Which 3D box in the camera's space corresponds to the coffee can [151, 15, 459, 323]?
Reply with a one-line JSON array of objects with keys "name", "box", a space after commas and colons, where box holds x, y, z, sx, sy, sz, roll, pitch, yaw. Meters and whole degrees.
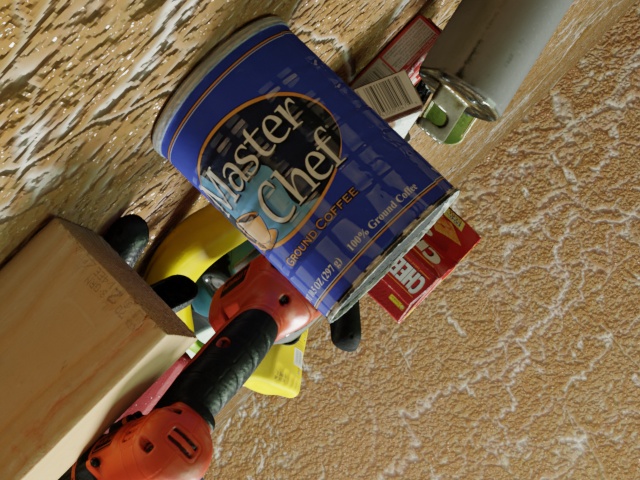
[{"name": "coffee can", "box": [-0.009, -0.039, 0.592, 0.102, 0.140, 0.103, -44, 173, -7]}]

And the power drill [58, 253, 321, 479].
[{"name": "power drill", "box": [-0.086, 0.100, 0.686, 0.185, 0.057, 0.187, -32, -163, 52]}]

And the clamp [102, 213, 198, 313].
[{"name": "clamp", "box": [-0.157, 0.054, 0.678, 0.171, 0.039, 0.120, -40, 149, -16]}]

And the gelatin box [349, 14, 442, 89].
[{"name": "gelatin box", "box": [0.066, -0.142, 0.897, 0.089, 0.030, 0.073, -45, 173, 3]}]

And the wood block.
[{"name": "wood block", "box": [-0.177, 0.094, 0.587, 0.206, 0.090, 0.091, -45, 173, -1]}]

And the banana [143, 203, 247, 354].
[{"name": "banana", "box": [-0.094, 0.023, 0.792, 0.198, 0.069, 0.037, 117, -23, -50]}]

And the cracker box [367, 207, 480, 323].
[{"name": "cracker box", "box": [0.070, -0.017, 1.111, 0.072, 0.164, 0.213, -50, 173, 20]}]

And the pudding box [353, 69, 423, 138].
[{"name": "pudding box", "box": [0.015, -0.079, 0.824, 0.113, 0.039, 0.090, -22, 166, -18]}]
